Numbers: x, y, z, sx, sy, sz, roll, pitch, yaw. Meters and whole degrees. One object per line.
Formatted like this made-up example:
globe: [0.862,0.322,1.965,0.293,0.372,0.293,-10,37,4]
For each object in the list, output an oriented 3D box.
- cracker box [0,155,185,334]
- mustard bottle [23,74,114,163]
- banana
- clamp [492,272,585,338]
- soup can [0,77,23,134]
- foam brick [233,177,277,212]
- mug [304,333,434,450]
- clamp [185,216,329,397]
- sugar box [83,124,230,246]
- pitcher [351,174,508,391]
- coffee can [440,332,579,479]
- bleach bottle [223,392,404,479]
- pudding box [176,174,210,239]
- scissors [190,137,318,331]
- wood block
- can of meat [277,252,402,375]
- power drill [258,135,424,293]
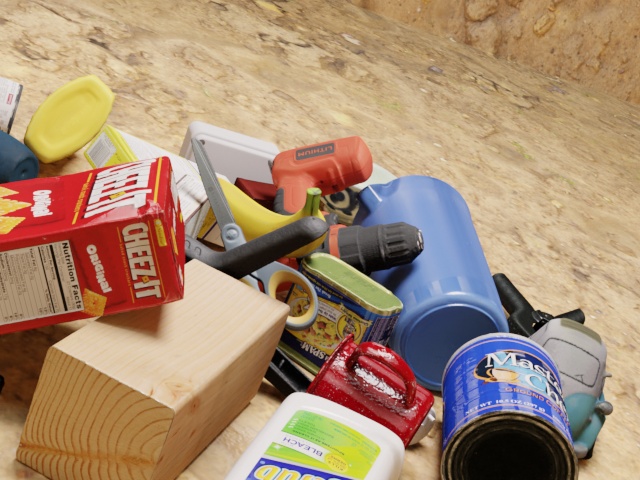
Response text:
cracker box: [-0.206,0.003,0.750,0.213,0.072,0.164,-11,19,-3]
mustard bottle: [-0.262,-0.123,1.107,0.058,0.096,0.192,44,-7,-13]
banana: [-0.047,-0.021,0.970,0.037,0.069,0.198,-11,11,-34]
clamp: [0.252,0.098,1.189,0.120,0.039,0.171,16,27,-6]
soup can: [-0.368,-0.146,1.108,0.102,0.068,0.068,17,21,-18]
foam brick: [-0.058,-0.030,1.165,0.078,0.053,0.051,7,25,-33]
mug: [0.036,0.122,0.799,0.081,0.117,0.093,32,41,11]
clamp: [-0.088,0.052,0.865,0.210,0.164,0.036,5,23,19]
sugar box: [-0.144,-0.049,1.063,0.176,0.048,0.093,27,19,-51]
pitcher: [0.116,0.047,1.066,0.149,0.145,0.243,0,27,-5]
coffee can: [0.148,0.149,0.858,0.103,0.103,0.140,22,21,-1]
bleach bottle: [-0.023,0.184,0.654,0.102,0.068,0.250,25,23,7]
pudding box: [-0.136,-0.001,0.954,0.039,0.090,0.113,23,21,0]
scissors: [-0.056,0.001,0.921,0.096,0.202,0.016,-6,-13,0]
wood block: [-0.108,0.095,0.746,0.091,0.090,0.205,26,21,10]
can of meat: [0.013,0.071,0.941,0.102,0.084,0.057,32,22,24]
power drill: [0.011,-0.027,1.046,0.184,0.057,0.187,-10,36,13]
